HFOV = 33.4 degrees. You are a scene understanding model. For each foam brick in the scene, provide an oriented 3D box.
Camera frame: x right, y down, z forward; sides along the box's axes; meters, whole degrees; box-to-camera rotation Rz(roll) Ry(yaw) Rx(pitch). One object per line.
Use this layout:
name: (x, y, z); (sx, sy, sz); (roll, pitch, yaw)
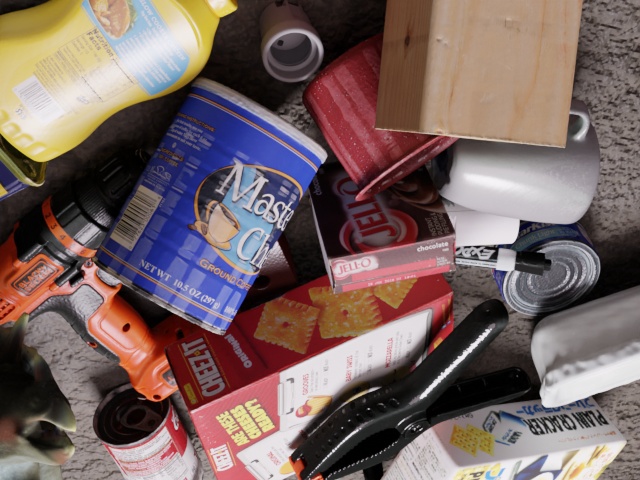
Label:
foam brick: (-0.055, 0.001, 0.806); (0.053, 0.051, 0.078); (-21, 130, 5)

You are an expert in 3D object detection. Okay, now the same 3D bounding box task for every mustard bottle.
mustard bottle: (-0.127, -0.130, 0.678); (0.192, 0.058, 0.096); (-26, 128, 11)

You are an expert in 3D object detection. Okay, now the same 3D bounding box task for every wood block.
wood block: (0.094, -0.162, 0.614); (0.090, 0.091, 0.206); (4, 96, -15)

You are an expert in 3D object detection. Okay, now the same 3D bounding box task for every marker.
marker: (0.122, 0.012, 0.847); (0.121, 0.020, 0.020); (7, 130, 9)

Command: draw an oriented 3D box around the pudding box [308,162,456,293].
pudding box: (0.041, -0.016, 0.771); (0.090, 0.113, 0.039); (-10, 127, -4)

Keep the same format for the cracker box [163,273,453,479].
cracker box: (-0.002, 0.105, 0.849); (0.213, 0.072, 0.164); (-23, 143, -10)

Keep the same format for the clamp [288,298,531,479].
clamp: (0.075, 0.134, 0.842); (0.210, 0.036, 0.164); (-34, 147, 7)

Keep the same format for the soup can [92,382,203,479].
soup can: (-0.147, 0.180, 0.925); (0.068, 0.068, 0.102); (-16, 131, 2)

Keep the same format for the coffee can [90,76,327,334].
coffee can: (-0.074, -0.023, 0.713); (0.102, 0.103, 0.140); (31, 87, -32)

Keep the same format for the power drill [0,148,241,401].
power drill: (-0.147, 0.032, 0.812); (0.185, 0.057, 0.187); (-36, 125, 18)

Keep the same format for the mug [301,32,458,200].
mug: (0.049, -0.090, 0.724); (0.117, 0.081, 0.093); (-28, 173, -43)

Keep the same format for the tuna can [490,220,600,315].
tuna can: (0.187, 0.022, 0.885); (0.086, 0.034, 0.086); (-6, 130, -7)
